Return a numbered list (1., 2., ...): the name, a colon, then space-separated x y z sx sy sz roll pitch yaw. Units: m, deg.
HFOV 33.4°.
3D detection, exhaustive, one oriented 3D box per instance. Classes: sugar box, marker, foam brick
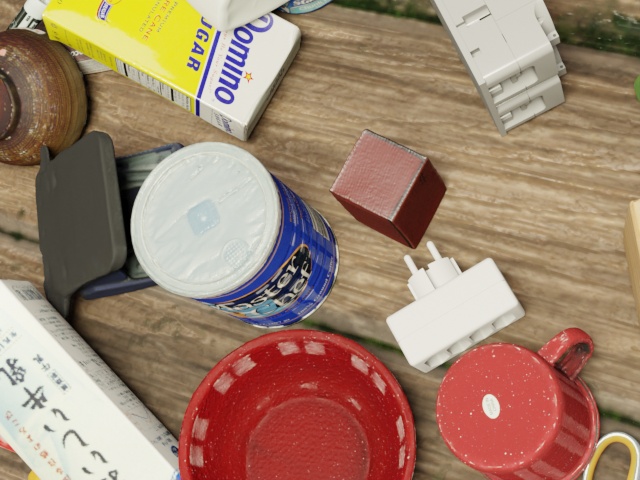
1. sugar box: -0.112 -0.159 0.817 0.176 0.048 0.093 27 76 4
2. marker: -0.264 -0.160 0.895 0.121 0.020 0.020 -43 67 27
3. foam brick: 0.050 -0.035 0.754 0.051 0.078 0.053 27 84 22

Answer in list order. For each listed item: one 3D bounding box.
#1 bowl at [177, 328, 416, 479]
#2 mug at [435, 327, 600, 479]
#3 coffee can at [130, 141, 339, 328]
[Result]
1. bowl: -0.013 0.145 0.733 0.162 0.055 0.162 -3 68 8
2. mug: 0.132 0.103 0.683 0.117 0.081 0.093 -48 59 5
3. coffee can: -0.055 0.001 0.744 0.103 0.140 0.103 -4 76 17
